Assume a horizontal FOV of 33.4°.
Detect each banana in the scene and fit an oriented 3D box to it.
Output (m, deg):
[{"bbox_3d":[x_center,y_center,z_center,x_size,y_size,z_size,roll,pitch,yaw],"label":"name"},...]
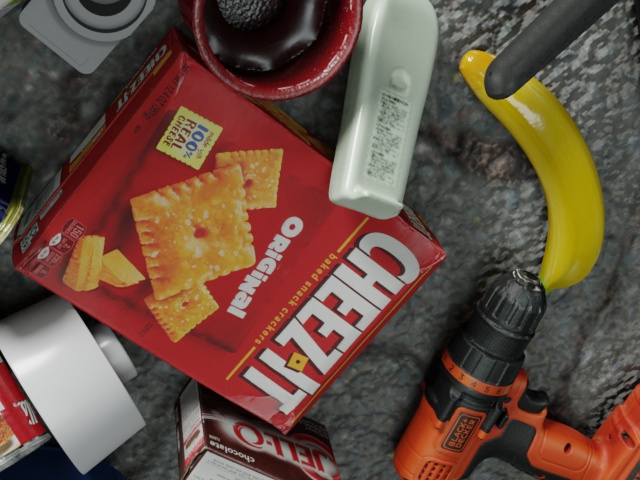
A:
[{"bbox_3d":[0.147,-0.041,0.700,0.069,0.037,0.198,-21,117,-2],"label":"banana"}]

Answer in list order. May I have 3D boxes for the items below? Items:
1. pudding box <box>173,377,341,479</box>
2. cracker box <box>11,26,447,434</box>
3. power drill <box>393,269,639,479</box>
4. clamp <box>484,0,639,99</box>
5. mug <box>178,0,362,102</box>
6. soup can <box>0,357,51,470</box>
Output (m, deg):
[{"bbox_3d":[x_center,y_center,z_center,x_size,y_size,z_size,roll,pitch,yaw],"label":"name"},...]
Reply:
[{"bbox_3d":[-0.041,0.144,0.719,0.113,0.090,0.039,25,108,-20],"label":"pudding box"},{"bbox_3d":[-0.054,0.001,0.659,0.213,0.072,0.164,36,103,-24],"label":"cracker box"},{"bbox_3d":[0.165,0.116,0.761,0.187,0.057,0.185,17,118,-16],"label":"power drill"},{"bbox_3d":[0.200,-0.160,0.648,0.164,0.036,0.210,17,102,-33],"label":"clamp"},{"bbox_3d":[-0.024,-0.140,0.591,0.117,0.081,0.093,-40,119,1],"label":"mug"},{"bbox_3d":[-0.210,0.088,0.610,0.068,0.068,0.102,-33,86,5],"label":"soup can"}]
